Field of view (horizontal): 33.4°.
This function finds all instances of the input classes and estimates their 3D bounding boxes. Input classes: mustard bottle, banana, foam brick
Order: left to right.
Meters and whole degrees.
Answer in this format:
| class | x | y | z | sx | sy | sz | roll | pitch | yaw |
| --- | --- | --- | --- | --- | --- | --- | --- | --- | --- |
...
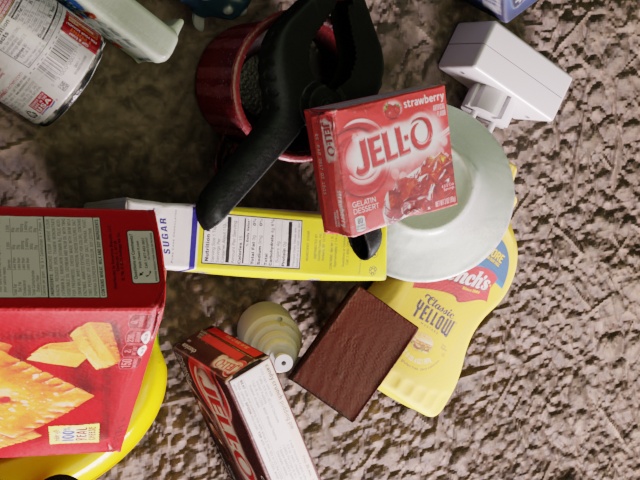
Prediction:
| class | x | y | z | sx | sy | sz | roll | pitch | yaw |
| --- | --- | --- | --- | --- | --- | --- | --- | --- | --- |
| banana | -0.169 | 0.128 | 0.679 | 0.197 | 0.037 | 0.069 | -37 | 91 | -19 |
| foam brick | 0.021 | 0.074 | 0.708 | 0.051 | 0.053 | 0.078 | 36 | 84 | 2 |
| mustard bottle | 0.089 | 0.024 | 0.778 | 0.096 | 0.058 | 0.191 | 33 | 82 | -17 |

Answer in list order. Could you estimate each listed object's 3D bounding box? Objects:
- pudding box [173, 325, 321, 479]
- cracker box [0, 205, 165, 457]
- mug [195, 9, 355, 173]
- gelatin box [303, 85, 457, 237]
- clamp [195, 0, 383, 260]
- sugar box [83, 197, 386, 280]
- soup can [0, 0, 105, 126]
| class | x | y | z | sx | sy | sz | roll | pitch | yaw |
| --- | --- | --- | --- | --- | --- | --- | --- | --- | --- |
| pudding box | -0.048 | 0.119 | 0.706 | 0.039 | 0.090 | 0.113 | -30 | 111 | -20 |
| cracker box | -0.201 | 0.056 | 0.564 | 0.213 | 0.164 | 0.072 | 0 | 54 | -21 |
| mug | -0.034 | -0.088 | 0.682 | 0.093 | 0.082 | 0.117 | 26 | 86 | -28 |
| gelatin box | 0.037 | -0.048 | 0.619 | 0.089 | 0.030 | 0.073 | -17 | 104 | -36 |
| clamp | -0.013 | -0.074 | 0.625 | 0.120 | 0.039 | 0.171 | 1 | 92 | -34 |
| sugar box | -0.055 | 0.001 | 0.679 | 0.176 | 0.093 | 0.048 | 1 | 89 | -27 |
| soup can | -0.183 | -0.120 | 0.609 | 0.102 | 0.069 | 0.068 | 35 | 82 | -28 |
